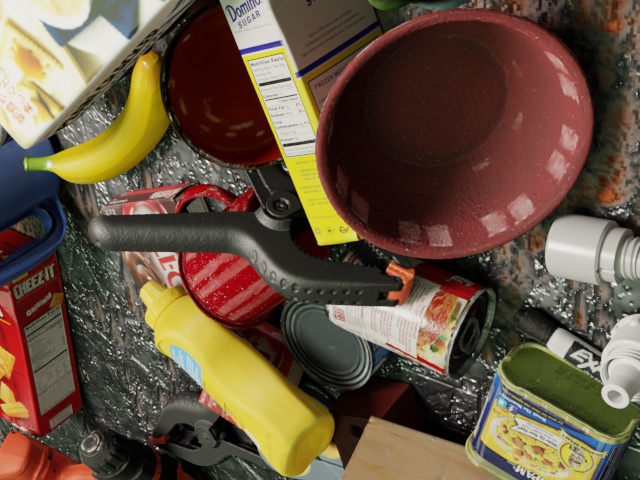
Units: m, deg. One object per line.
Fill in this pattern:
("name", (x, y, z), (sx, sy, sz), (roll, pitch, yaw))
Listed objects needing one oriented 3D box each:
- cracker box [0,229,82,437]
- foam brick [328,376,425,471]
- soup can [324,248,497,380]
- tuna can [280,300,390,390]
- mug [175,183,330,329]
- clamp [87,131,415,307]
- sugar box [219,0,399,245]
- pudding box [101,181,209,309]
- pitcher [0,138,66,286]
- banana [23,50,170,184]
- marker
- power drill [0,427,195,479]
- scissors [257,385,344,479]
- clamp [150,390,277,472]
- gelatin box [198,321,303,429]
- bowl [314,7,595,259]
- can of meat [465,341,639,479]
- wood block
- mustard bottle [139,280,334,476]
("cracker box", (-0.342, 0.085, 1.115), (0.164, 0.072, 0.214), (21, 130, 27))
("foam brick", (0.048, 0.155, 0.847), (0.053, 0.051, 0.078), (2, 120, 39))
("soup can", (0.062, 0.046, 0.745), (0.102, 0.068, 0.068), (23, 132, 27))
("tuna can", (0.013, 0.072, 0.830), (0.086, 0.033, 0.086), (22, 131, 27))
("mug", (-0.055, 0.001, 0.794), (0.117, 0.093, 0.082), (43, 135, -12))
("clamp", (-0.028, -0.021, 0.730), (0.210, 0.164, 0.036), (21, 142, 11))
("sugar box", (0.006, -0.095, 0.672), (0.048, 0.093, 0.176), (-7, 113, 43))
("pudding box", (-0.124, 0.010, 0.898), (0.090, 0.039, 0.113), (-4, 116, 41))
("pitcher", (-0.346, -0.022, 0.913), (0.149, 0.242, 0.145), (16, 130, 33))
("banana", (-0.159, -0.087, 0.844), (0.198, 0.069, 0.037), (-31, 64, 41))
("marker", (0.181, 0.081, 0.705), (0.121, 0.020, 0.020), (34, 136, 18))
("power drill", (-0.230, 0.230, 1.065), (0.188, 0.057, 0.184), (0, 148, 29))
("scissors", (0.020, 0.215, 0.925), (0.096, 0.016, 0.201), (-30, 99, 27))
("clamp", (-0.089, 0.180, 0.992), (0.172, 0.039, 0.120), (-26, 95, 45))
("gelatin box", (-0.056, 0.112, 0.896), (0.073, 0.030, 0.089), (27, 107, 26))
("bowl", (0.074, -0.069, 0.627), (0.162, 0.055, 0.162), (-3, 124, -5))
("can of meat", (0.159, 0.129, 0.730), (0.102, 0.057, 0.084), (29, 132, 21))
("wood block", (0.116, 0.214, 0.762), (0.206, 0.090, 0.091), (16, 123, 13))
("mustard bottle", (-0.074, 0.098, 0.836), (0.192, 0.058, 0.096), (41, 167, 20))
